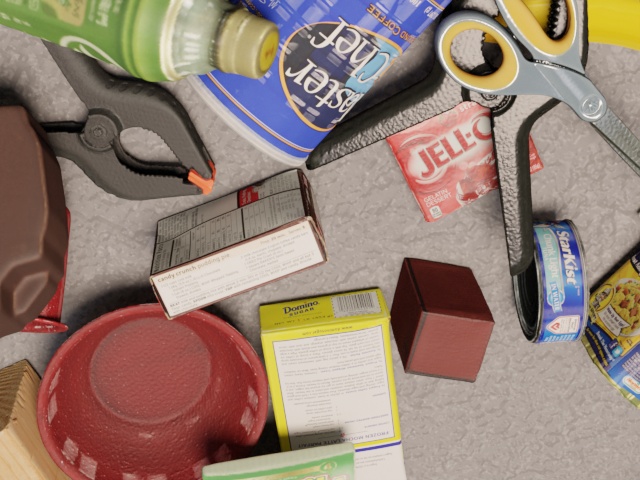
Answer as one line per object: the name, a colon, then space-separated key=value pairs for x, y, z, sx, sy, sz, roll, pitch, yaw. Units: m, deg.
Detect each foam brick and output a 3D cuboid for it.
foam brick: x=0.083 y=0.056 z=0.752 sx=0.051 sy=0.078 sz=0.053 roll=8 pitch=116 yaw=-10

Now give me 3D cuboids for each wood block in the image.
wood block: x=-0.210 y=0.205 z=0.792 sx=0.090 sy=0.091 sz=0.206 roll=-23 pitch=115 yaw=6

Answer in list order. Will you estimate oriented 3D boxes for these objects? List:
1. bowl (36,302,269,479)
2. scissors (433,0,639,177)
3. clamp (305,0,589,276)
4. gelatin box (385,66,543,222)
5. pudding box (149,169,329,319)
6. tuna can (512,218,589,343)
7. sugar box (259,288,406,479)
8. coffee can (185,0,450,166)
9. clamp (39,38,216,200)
bowl: x=-0.120 y=0.107 z=0.766 sx=0.162 sy=0.055 sz=0.162 roll=-4 pitch=114 yaw=-10
scissors: x=0.142 y=-0.079 z=0.646 sx=0.096 sy=0.016 sz=0.201 roll=-28 pitch=109 yaw=8
clamp: x=0.111 y=-0.087 z=0.671 sx=0.164 sy=0.036 sz=0.210 roll=34 pitch=108 yaw=-7
gelatin box: x=0.095 y=-0.064 z=0.721 sx=0.089 sy=0.030 sz=0.073 roll=-26 pitch=115 yaw=7
pudding box: x=-0.055 y=0.001 z=0.707 sx=0.113 sy=0.090 sz=0.039 roll=-22 pitch=115 yaw=5
tuna can: x=0.158 y=0.029 z=0.740 sx=0.033 sy=0.086 sz=0.086 roll=-4 pitch=116 yaw=-2
sugar box: x=0.012 y=0.126 z=0.798 sx=0.093 sy=0.048 sz=0.176 roll=-7 pitch=120 yaw=-1
coffee can: x=-0.003 y=-0.129 z=0.641 sx=0.102 sy=0.103 sz=0.140 roll=38 pitch=107 yaw=-20
clamp: x=-0.142 y=-0.085 z=0.687 sx=0.171 sy=0.039 sz=0.120 roll=18 pitch=118 yaw=-10
